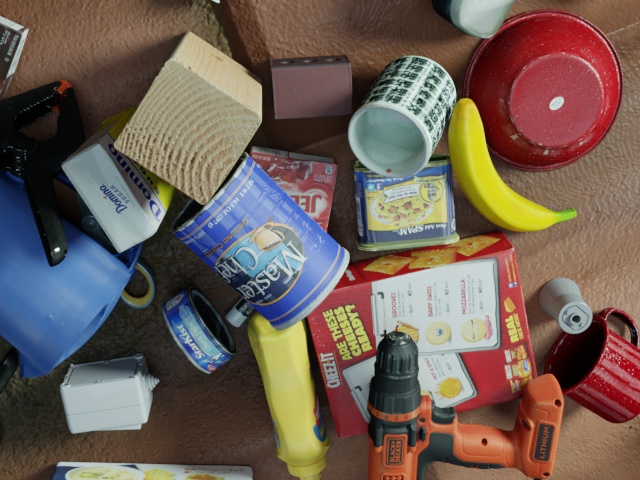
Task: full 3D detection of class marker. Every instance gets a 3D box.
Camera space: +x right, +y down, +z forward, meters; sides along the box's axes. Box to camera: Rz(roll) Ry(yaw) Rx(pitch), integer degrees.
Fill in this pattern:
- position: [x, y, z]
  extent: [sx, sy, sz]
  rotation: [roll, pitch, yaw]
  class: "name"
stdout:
- position: [-0.053, 0.039, 1.095]
  extent: [0.020, 0.020, 0.121]
  rotation: [38, 102, -13]
  class: "marker"

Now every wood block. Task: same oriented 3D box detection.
- position: [-0.111, -0.115, 0.948]
  extent: [0.090, 0.206, 0.090]
  rotation: [33, 103, -11]
  class: "wood block"

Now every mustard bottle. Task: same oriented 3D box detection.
- position: [-0.028, 0.167, 1.094]
  extent: [0.058, 0.096, 0.191]
  rotation: [-11, 107, 0]
  class: "mustard bottle"

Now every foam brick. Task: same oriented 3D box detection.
- position: [-0.008, -0.147, 1.023]
  extent: [0.078, 0.053, 0.051]
  rotation: [-4, 107, -2]
  class: "foam brick"

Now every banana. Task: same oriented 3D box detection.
- position: [0.172, -0.061, 1.045]
  extent: [0.070, 0.037, 0.197]
  rotation: [-46, 125, 8]
  class: "banana"

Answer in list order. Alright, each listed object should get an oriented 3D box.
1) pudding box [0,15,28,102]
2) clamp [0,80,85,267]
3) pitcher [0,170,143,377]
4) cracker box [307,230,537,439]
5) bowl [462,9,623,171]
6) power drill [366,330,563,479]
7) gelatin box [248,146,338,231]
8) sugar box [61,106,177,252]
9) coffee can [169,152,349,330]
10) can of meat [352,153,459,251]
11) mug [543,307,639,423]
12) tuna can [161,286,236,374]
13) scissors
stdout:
- position: [-0.338, -0.167, 1.010]
  extent: [0.090, 0.039, 0.113]
  rotation: [24, 104, -9]
  class: "pudding box"
- position: [-0.264, -0.069, 0.961]
  extent: [0.164, 0.209, 0.036]
  rotation: [27, 136, 3]
  class: "clamp"
- position: [-0.298, -0.002, 1.013]
  extent: [0.243, 0.149, 0.145]
  rotation: [41, 139, -5]
  class: "pitcher"
- position: [0.102, 0.095, 1.091]
  extent: [0.213, 0.072, 0.164]
  rotation: [-13, 108, 2]
  class: "cracker box"
- position: [0.222, -0.140, 1.034]
  extent: [0.162, 0.055, 0.162]
  rotation: [-1, 107, -2]
  class: "bowl"
- position: [0.139, 0.170, 1.050]
  extent: [0.187, 0.057, 0.184]
  rotation: [1, 118, -1]
  class: "power drill"
- position: [-0.031, -0.050, 1.063]
  extent: [0.089, 0.030, 0.073]
  rotation: [9, 107, -4]
  class: "gelatin box"
- position: [-0.177, -0.061, 0.978]
  extent: [0.048, 0.176, 0.093]
  rotation: [-29, 106, 6]
  class: "sugar box"
- position: [-0.057, 0.001, 1.010]
  extent: [0.103, 0.103, 0.140]
  rotation: [-43, 105, 10]
  class: "coffee can"
- position: [0.083, -0.039, 1.058]
  extent: [0.102, 0.057, 0.084]
  rotation: [-5, 105, -1]
  class: "can of meat"
- position: [0.297, 0.127, 1.108]
  extent: [0.081, 0.093, 0.117]
  rotation: [32, 67, -16]
  class: "mug"
- position: [-0.121, 0.089, 1.073]
  extent: [0.034, 0.086, 0.086]
  rotation: [-34, 105, 6]
  class: "tuna can"
- position: [-0.211, -0.010, 1.074]
  extent: [0.096, 0.016, 0.202]
  rotation: [5, 108, -2]
  class: "scissors"
